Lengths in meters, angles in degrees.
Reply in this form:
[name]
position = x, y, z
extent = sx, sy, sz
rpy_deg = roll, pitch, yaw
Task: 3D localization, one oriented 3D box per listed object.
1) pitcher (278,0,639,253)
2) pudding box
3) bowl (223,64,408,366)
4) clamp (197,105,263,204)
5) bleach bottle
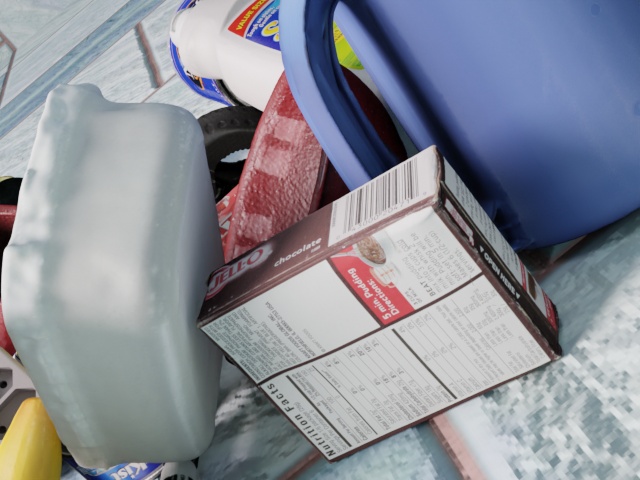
[pitcher]
position = 0.049, -0.115, 0.434
extent = 0.145, 0.242, 0.149
rpy_deg = -30, 25, 21
[pudding box]
position = 0.022, 0.029, 0.416
extent = 0.114, 0.090, 0.039
rpy_deg = -28, 28, 25
[bowl]
position = 0.000, -0.013, 0.519
extent = 0.162, 0.055, 0.162
rpy_deg = -166, 90, -74
[clamp]
position = -0.090, -0.046, 0.700
extent = 0.172, 0.120, 0.039
rpy_deg = -32, 53, 14
[bleach bottle]
position = -0.015, -0.113, 0.661
extent = 0.251, 0.068, 0.102
rpy_deg = 20, 55, 44
